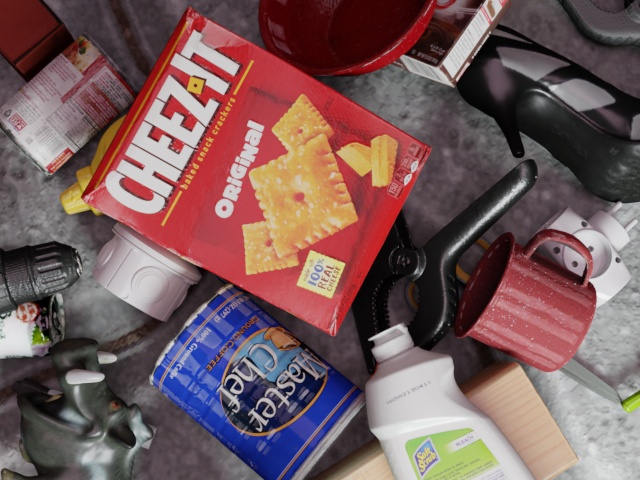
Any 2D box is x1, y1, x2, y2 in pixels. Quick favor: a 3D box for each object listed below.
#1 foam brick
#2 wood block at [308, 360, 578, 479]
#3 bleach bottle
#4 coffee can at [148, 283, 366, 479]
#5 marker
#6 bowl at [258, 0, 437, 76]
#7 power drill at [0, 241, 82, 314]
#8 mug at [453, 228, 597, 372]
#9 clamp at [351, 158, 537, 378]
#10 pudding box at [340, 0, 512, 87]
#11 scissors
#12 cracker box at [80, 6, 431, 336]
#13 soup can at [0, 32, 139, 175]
[{"bbox_3d":[-0.237,-0.166,0.867,0.053,0.078,0.051,-43,87,-8],"label":"foam brick"},{"bbox_3d":[0.085,0.188,0.842,0.206,0.090,0.091,-31,86,-5],"label":"wood block"},{"bbox_3d":[0.110,0.174,0.768,0.102,0.068,0.251,-26,83,-5],"label":"bleach bottle"},{"bbox_3d":[-0.047,0.116,0.827,0.140,0.103,0.103,39,84,9],"label":"coffee can"},{"bbox_3d":[-0.193,0.140,0.869,0.121,0.020,0.020,21,84,-1],"label":"marker"},{"bbox_3d":[0.032,-0.189,0.849,0.162,0.055,0.162,-13,61,25],"label":"bowl"},{"bbox_3d":[-0.290,-0.021,0.833,0.184,0.057,0.188,-14,65,-8],"label":"power drill"},{"bbox_3d":[0.168,0.043,0.836,0.081,0.093,0.117,27,116,-5],"label":"mug"},{"bbox_3d":[0.084,0.014,0.857,0.165,0.036,0.210,8,89,33],"label":"clamp"},{"bbox_3d":[0.086,-0.184,0.876,0.114,0.039,0.090,30,83,35],"label":"pudding box"},{"bbox_3d":[0.170,0.059,0.894,0.201,0.016,0.096,19,84,-1],"label":"scissors"},{"bbox_3d":[-0.047,-0.050,0.803,0.213,0.072,0.164,29,87,-10],"label":"cracker box"},{"bbox_3d":[-0.206,-0.110,0.867,0.102,0.068,0.068,-43,88,-5],"label":"soup can"}]
